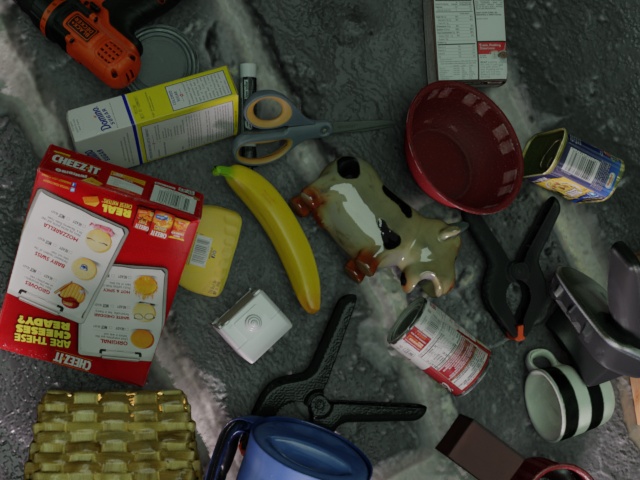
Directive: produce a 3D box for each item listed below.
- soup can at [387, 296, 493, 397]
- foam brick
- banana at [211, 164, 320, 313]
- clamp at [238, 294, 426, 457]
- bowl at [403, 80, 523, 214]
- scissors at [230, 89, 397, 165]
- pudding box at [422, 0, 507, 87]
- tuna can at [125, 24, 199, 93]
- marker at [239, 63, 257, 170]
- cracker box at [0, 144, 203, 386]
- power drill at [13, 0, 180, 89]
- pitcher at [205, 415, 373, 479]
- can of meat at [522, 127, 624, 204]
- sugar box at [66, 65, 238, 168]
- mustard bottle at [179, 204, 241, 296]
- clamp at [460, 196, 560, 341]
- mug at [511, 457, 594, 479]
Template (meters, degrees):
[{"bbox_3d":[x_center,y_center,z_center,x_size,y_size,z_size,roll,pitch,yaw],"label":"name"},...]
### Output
[{"bbox_3d":[0.134,0.120,1.202,0.102,0.068,0.068,38,82,-7],"label":"soup can"},{"bbox_3d":[0.181,0.243,1.217,0.078,0.053,0.051,37,82,-7],"label":"foam brick"},{"bbox_3d":[-0.051,-0.011,1.175,0.197,0.037,0.069,55,43,-13],"label":"banana"},{"bbox_3d":[-0.005,0.168,1.189,0.210,0.036,0.164,-26,95,-8],"label":"clamp"},{"bbox_3d":[0.149,-0.096,1.199,0.161,0.055,0.162,12,64,-27],"label":"bowl"},{"bbox_3d":[-0.006,-0.138,1.175,0.201,0.016,0.096,-20,131,-16],"label":"scissors"},{"bbox_3d":[0.167,-0.234,1.232,0.090,0.039,0.113,-3,87,-10],"label":"pudding box"},{"bbox_3d":[-0.177,-0.190,1.166,0.086,0.034,0.086,0,89,-11],"label":"tuna can"},{"bbox_3d":[-0.080,-0.137,1.191,0.020,0.020,0.121,0,89,-11],"label":"marker"},{"bbox_3d":[-0.227,0.028,1.089,0.164,0.072,0.214,17,116,-9],"label":"cracker box"},{"bbox_3d":[-0.216,-0.272,1.136,0.184,0.057,0.187,41,78,14],"label":"power drill"},{"bbox_3d":[-0.055,0.311,1.117,0.145,0.149,0.243,18,103,-16],"label":"pitcher"},{"bbox_3d":[0.285,-0.083,1.219,0.084,0.102,0.057,25,84,-12],"label":"can of meat"},{"bbox_3d":[-0.176,-0.124,1.133,0.176,0.093,0.048,-15,69,-11],"label":"sugar box"},{"bbox_3d":[-0.187,-0.009,1.147,0.191,0.058,0.096,16,97,-10],"label":"mustard bottle"},{"bbox_3d":[0.232,0.027,1.239,0.120,0.039,0.171,-11,96,-6],"label":"clamp"},{"bbox_3d":[0.249,0.299,1.213,0.117,0.081,0.093,-30,95,-10],"label":"mug"}]
